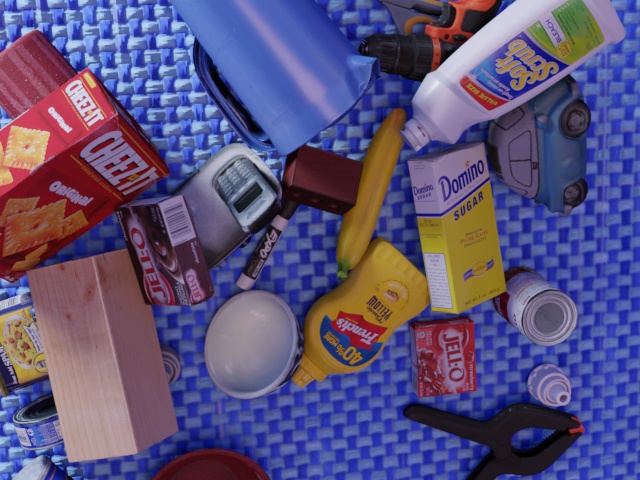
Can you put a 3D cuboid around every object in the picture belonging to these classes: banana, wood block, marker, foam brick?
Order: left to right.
[{"bbox_3d":[-0.229,0.119,1.127,0.090,0.090,0.206,-12,92,23],"label":"wood block"},{"bbox_3d":[-0.058,0.001,1.202,0.020,0.020,0.121,28,97,-15],"label":"marker"},{"bbox_3d":[0.000,-0.066,1.171,0.078,0.053,0.051,16,74,-12],"label":"foam brick"},{"bbox_3d":[0.056,-0.050,1.185,0.037,0.070,0.198,18,89,-14],"label":"banana"}]

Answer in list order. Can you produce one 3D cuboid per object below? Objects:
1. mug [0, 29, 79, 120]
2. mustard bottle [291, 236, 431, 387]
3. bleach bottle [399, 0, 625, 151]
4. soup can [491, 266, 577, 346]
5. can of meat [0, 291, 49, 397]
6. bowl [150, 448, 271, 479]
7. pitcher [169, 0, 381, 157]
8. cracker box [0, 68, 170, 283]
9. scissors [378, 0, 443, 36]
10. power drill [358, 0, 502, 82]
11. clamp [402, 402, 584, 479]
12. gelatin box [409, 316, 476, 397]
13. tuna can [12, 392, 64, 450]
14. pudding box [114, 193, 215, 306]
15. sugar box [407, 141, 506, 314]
[{"bbox_3d":[-0.301,-0.152,1.090,0.117,0.093,0.081,-39,102,4],"label":"mug"},{"bbox_3d":[0.037,0.094,1.220,0.096,0.058,0.191,42,94,-22],"label":"mustard bottle"},{"bbox_3d":[0.192,-0.177,1.121,0.251,0.068,0.102,-39,118,0],"label":"bleach bottle"},{"bbox_3d":[0.246,0.075,1.229,0.068,0.102,0.068,-2,103,-10],"label":"soup can"},{"bbox_3d":[-0.320,0.108,1.163,0.084,0.057,0.102,-19,105,-7],"label":"can of meat"},{"bbox_3d":[-0.133,0.307,1.239,0.162,0.055,0.162,-3,103,-12],"label":"bowl"},{"bbox_3d":[-0.067,-0.210,1.097,0.149,0.145,0.243,-40,98,-5],"label":"pitcher"},{"bbox_3d":[-0.274,-0.056,1.074,0.213,0.164,0.072,-35,71,0],"label":"cracker box"},{"bbox_3d":[0.064,-0.253,1.166,0.201,0.016,0.096,1,103,-10],"label":"scissors"},{"bbox_3d":[0.138,-0.259,1.136,0.184,0.057,0.188,3,110,-22],"label":"power drill"},{"bbox_3d":[0.214,0.258,1.291,0.210,0.036,0.164,-10,107,3],"label":"clamp"},{"bbox_3d":[0.146,0.138,1.263,0.073,0.030,0.089,-5,104,-9],"label":"gelatin box"},{"bbox_3d":[-0.293,0.195,1.173,0.086,0.086,0.034,-18,104,-5],"label":"tuna can"},{"bbox_3d":[-0.161,0.011,1.099,0.039,0.090,0.113,-23,103,-39],"label":"pudding box"},{"bbox_3d":[0.155,-0.015,1.197,0.093,0.048,0.176,-21,107,-40],"label":"sugar box"}]
